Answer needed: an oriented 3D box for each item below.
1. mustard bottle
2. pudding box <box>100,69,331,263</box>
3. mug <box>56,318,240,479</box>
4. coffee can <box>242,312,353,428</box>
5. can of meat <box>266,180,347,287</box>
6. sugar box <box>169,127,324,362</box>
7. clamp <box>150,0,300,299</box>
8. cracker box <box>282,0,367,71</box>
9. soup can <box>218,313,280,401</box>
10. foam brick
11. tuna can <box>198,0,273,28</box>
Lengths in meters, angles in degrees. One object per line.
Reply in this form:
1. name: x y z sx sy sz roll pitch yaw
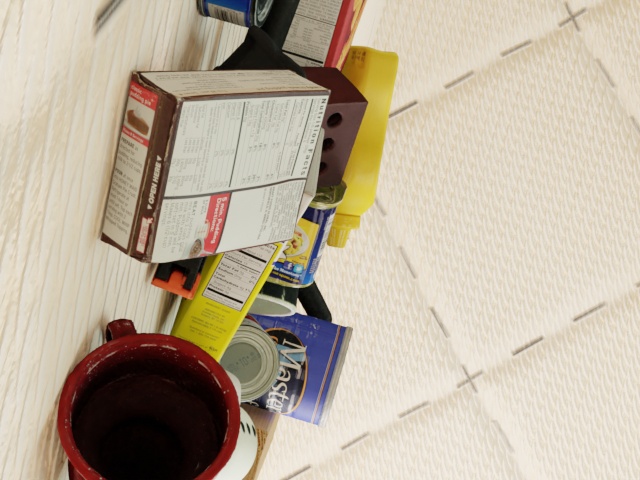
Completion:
1. mustard bottle: 0.029 -0.088 1.030 0.096 0.058 0.191 -161 -101 -67
2. pudding box: -0.051 -0.040 0.545 0.113 0.039 0.090 -12 123 -50
3. mug: -0.099 0.099 0.581 0.082 0.093 0.117 111 -39 -56
4. coffee can: -0.048 0.115 1.048 0.103 0.140 0.103 18 88 -87
5. can of meat: -0.040 -0.018 0.846 0.057 0.102 0.084 -69 176 -61
6. sugar box: -0.055 0.001 0.768 0.093 0.048 0.176 -83 -163 -55
7. clamp: -0.062 -0.065 0.708 0.165 0.036 0.210 117 -8 -63
8. cracker box: -0.011 -0.155 0.912 0.164 0.072 0.214 -67 174 -70
9. soup can: -0.075 0.100 0.940 0.102 0.068 0.068 -160 -94 -79
10. foam brick: -0.007 -0.085 0.804 0.051 0.052 0.078 53 -43 39
11. tuna can: -0.041 -0.165 0.608 0.086 0.034 0.086 18 88 -88
